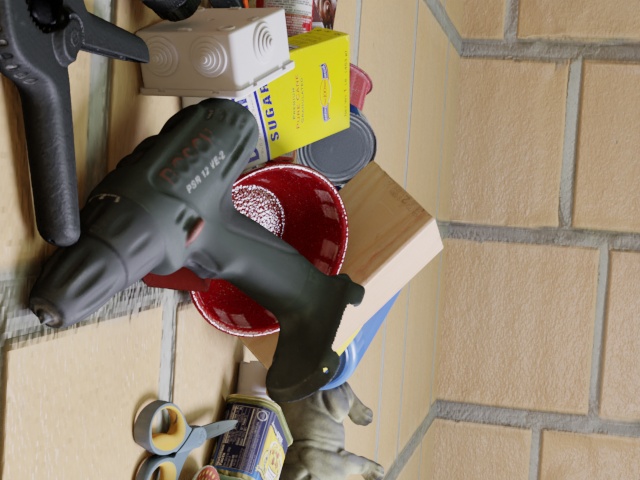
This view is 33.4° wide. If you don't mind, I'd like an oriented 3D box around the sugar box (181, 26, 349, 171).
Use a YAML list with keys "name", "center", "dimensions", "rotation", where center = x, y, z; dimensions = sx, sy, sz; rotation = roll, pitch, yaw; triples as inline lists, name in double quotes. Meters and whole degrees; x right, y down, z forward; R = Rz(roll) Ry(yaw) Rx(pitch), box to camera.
- name: "sugar box"
  center: [-0.043, -0.122, 0.930]
  dimensions: [0.175, 0.048, 0.093]
  rotation: [-30, 127, -45]

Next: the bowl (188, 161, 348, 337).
- name: "bowl"
  center: [-0.056, 0.001, 0.936]
  dimensions: [0.161, 0.055, 0.162]
  rotation: [-14, 118, -29]

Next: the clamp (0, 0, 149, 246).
- name: "clamp"
  center: [-0.153, -0.122, 0.618]
  dimensions: [0.210, 0.036, 0.164]
  rotation: [79, 20, -48]

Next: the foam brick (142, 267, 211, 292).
- name: "foam brick"
  center: [-0.107, -0.006, 0.823]
  dimensions: [0.051, 0.053, 0.078]
  rotation: [76, 23, -53]

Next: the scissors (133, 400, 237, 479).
- name: "scissors"
  center: [-0.115, 0.186, 0.912]
  dimensions: [0.201, 0.016, 0.096]
  rotation: [49, 50, -66]

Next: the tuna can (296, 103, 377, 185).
- name: "tuna can"
  center: [0.015, -0.103, 1.130]
  dimensions: [0.034, 0.086, 0.086]
  rotation: [-104, -171, -60]

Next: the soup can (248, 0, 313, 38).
- name: "soup can"
  center: [-0.042, -0.185, 1.013]
  dimensions: [0.068, 0.068, 0.102]
  rotation: [-25, 119, -75]

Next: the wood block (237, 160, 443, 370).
- name: "wood block"
  center: [0.011, 0.035, 1.023]
  dimensions: [0.206, 0.090, 0.090]
  rotation: [-43, 160, -3]

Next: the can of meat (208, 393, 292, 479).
- name: "can of meat"
  center: [-0.070, 0.213, 1.050]
  dimensions: [0.102, 0.057, 0.084]
  rotation: [76, 25, -53]
